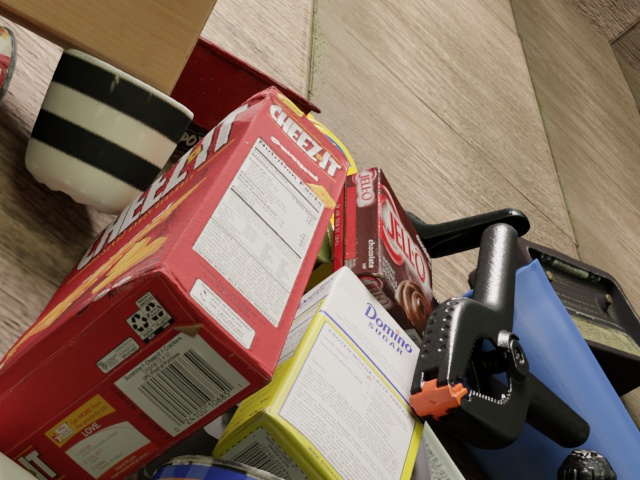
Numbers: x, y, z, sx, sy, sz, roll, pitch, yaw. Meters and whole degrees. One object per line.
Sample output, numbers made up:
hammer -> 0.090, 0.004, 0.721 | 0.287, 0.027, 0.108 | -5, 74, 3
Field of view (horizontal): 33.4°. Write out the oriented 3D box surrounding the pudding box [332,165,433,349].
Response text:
pudding box -> 0.044, 0.020, 0.716 | 0.113, 0.039, 0.090 | 58, 27, -48

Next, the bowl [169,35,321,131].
bowl -> -0.082, -0.113, 0.791 | 0.162, 0.055, 0.162 | 29, 4, -3

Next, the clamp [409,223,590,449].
clamp -> 0.115, 0.085, 0.677 | 0.209, 0.036, 0.164 | -28, 94, -61

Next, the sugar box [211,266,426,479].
sugar box -> 0.010, 0.091, 0.582 | 0.093, 0.048, 0.176 | 49, 22, -7

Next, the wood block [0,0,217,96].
wood block -> -0.165, -0.174, 0.647 | 0.206, 0.091, 0.090 | 27, -1, -10

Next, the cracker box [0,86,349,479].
cracker box -> -0.080, 0.027, 0.526 | 0.072, 0.164, 0.213 | 46, 26, -14

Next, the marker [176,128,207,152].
marker -> -0.110, -0.077, 0.782 | 0.120, 0.020, 0.020 | 16, 42, -50

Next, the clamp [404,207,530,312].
clamp -> 0.064, 0.020, 0.813 | 0.120, 0.172, 0.039 | -56, 133, -35

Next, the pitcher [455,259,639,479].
pitcher -> 0.177, 0.146, 0.841 | 0.149, 0.145, 0.243 | -28, 83, -42
